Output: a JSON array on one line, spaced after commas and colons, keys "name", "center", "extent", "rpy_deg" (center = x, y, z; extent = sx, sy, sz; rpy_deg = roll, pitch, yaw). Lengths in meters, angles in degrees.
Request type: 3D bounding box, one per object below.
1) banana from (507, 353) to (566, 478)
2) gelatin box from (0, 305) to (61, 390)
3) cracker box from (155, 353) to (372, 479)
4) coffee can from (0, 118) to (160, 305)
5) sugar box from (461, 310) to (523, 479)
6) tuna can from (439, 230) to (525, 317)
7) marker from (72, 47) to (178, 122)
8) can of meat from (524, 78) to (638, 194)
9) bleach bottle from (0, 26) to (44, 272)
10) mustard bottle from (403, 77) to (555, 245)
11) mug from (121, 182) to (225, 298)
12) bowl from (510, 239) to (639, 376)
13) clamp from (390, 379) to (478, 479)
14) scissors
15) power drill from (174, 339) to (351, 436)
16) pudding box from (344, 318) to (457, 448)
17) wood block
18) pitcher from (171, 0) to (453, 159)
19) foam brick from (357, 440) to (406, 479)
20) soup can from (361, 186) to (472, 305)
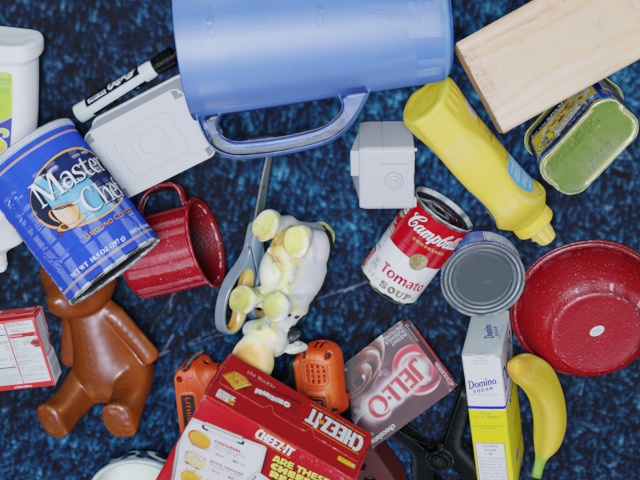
[{"name": "banana", "center": [0.233, 0.172, 1.127], "extent": [0.037, 0.069, 0.197], "rpy_deg": [4, 136, 27]}, {"name": "gelatin box", "center": [-0.330, 0.117, 1.160], "extent": [0.073, 0.030, 0.089], "rpy_deg": [-7, 114, 8]}, {"name": "cracker box", "center": [-0.067, 0.230, 1.069], "extent": [0.164, 0.072, 0.214], "rpy_deg": [30, 132, -1]}, {"name": "coffee can", "center": [-0.230, -0.026, 0.983], "extent": [0.103, 0.102, 0.140], "rpy_deg": [-37, 90, 18]}, {"name": "sugar box", "center": [0.183, 0.171, 1.121], "extent": [0.048, 0.093, 0.176], "rpy_deg": [0, 116, 16]}, {"name": "tuna can", "center": [0.165, 0.033, 1.094], "extent": [0.086, 0.033, 0.086], "rpy_deg": [1, 115, 2]}, {"name": "marker", "center": [-0.187, -0.152, 1.033], "extent": [0.121, 0.020, 0.020], "rpy_deg": [-28, 110, 15]}, {"name": "can of meat", "center": [0.244, -0.100, 1.000], "extent": [0.057, 0.084, 0.102], "rpy_deg": [35, 111, -13]}, {"name": "bleach bottle", "center": [-0.322, -0.081, 1.051], "extent": [0.102, 0.068, 0.251], "rpy_deg": [6, 117, 0]}, {"name": "mustard bottle", "center": [0.159, -0.067, 1.013], "extent": [0.058, 0.096, 0.191], "rpy_deg": [-39, 108, 17]}, {"name": "mug", "center": [-0.153, -0.001, 1.071], "extent": [0.081, 0.093, 0.117], "rpy_deg": [-14, 83, 14]}, {"name": "bowl", "center": [0.280, 0.083, 1.099], "extent": [0.162, 0.055, 0.162], "rpy_deg": [1, 114, 2]}, {"name": "clamp", "center": [0.139, 0.229, 1.181], "extent": [0.120, 0.039, 0.171], "rpy_deg": [-22, 113, 26]}, {"name": "scissors", "center": [-0.057, 0.001, 1.092], "extent": [0.016, 0.096, 0.202], "rpy_deg": [18, 89, 33]}, {"name": "power drill", "center": [-0.056, 0.191, 1.136], "extent": [0.188, 0.057, 0.184], "rpy_deg": [1, 106, 17]}, {"name": "pudding box", "center": [0.075, 0.151, 1.132], "extent": [0.114, 0.039, 0.090], "rpy_deg": [-41, 79, 20]}, {"name": "wood block", "center": [0.229, -0.182, 0.938], "extent": [0.206, 0.090, 0.090], "rpy_deg": [-28, 92, 8]}, {"name": "pitcher", "center": [-0.007, -0.174, 0.954], "extent": [0.243, 0.145, 0.149], "rpy_deg": [-5, 132, 2]}, {"name": "foam brick", "center": [0.055, 0.253, 1.191], "extent": [0.053, 0.051, 0.078], "rpy_deg": [-28, 111, 15]}, {"name": "soup can", "center": [0.095, 0.006, 1.066], "extent": [0.068, 0.068, 0.102], "rpy_deg": [30, 113, -11]}]
